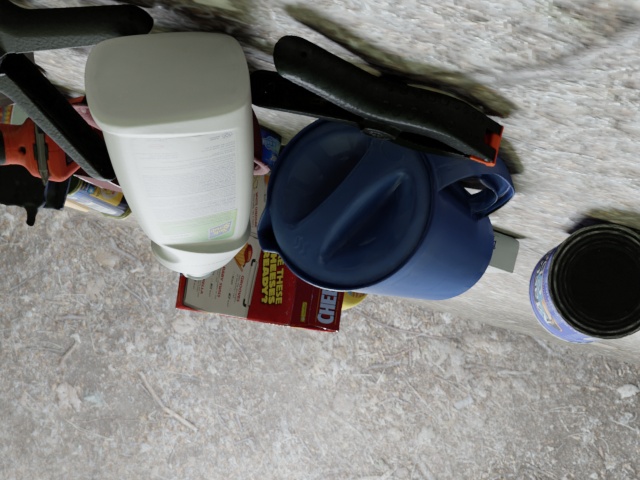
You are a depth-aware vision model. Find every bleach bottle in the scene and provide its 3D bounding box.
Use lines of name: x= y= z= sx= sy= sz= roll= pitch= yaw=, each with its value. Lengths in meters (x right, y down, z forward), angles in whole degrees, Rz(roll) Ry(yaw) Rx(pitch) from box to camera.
bleach bottle: x=-0.098 y=-0.040 z=0.745 sx=0.102 sy=0.068 sz=0.251 roll=-6 pitch=152 yaw=-8

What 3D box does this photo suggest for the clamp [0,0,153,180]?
clamp: x=-0.210 y=-0.135 z=0.712 sx=0.210 sy=0.036 sz=0.165 roll=29 pitch=140 yaw=-8

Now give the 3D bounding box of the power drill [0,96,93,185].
power drill: x=-0.286 y=-0.086 z=0.874 sx=0.187 sy=0.057 sz=0.184 roll=-2 pitch=-161 yaw=3

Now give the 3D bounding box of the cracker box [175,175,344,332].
cracker box: x=-0.057 y=0.001 z=1.079 sx=0.072 sy=0.164 sz=0.214 roll=11 pitch=175 yaw=-38

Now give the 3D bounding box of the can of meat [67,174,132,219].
can of meat: x=-0.242 y=-0.084 z=1.177 sx=0.058 sy=0.102 sz=0.083 roll=11 pitch=171 yaw=37

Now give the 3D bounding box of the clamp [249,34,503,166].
clamp: x=0.036 y=-0.085 z=0.663 sx=0.171 sy=0.039 sz=0.120 roll=13 pitch=180 yaw=-3

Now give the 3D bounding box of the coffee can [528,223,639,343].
coffee can: x=0.254 y=0.044 z=0.999 sx=0.103 sy=0.103 sz=0.140 roll=15 pitch=175 yaw=6

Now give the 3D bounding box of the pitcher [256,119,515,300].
pitcher: x=0.073 y=-0.017 z=0.872 sx=0.149 sy=0.145 sz=0.242 roll=27 pitch=-176 yaw=24
